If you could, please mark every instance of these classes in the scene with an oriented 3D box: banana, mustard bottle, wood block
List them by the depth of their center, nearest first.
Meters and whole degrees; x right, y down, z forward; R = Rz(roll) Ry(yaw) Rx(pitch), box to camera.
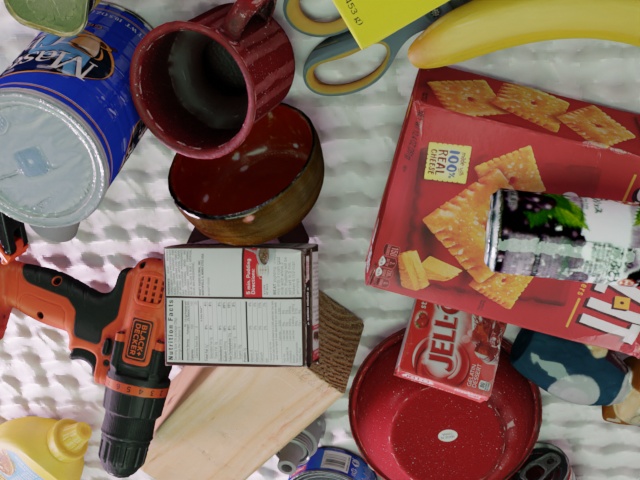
[{"bbox_3d":[0.156,-0.133,0.674,0.198,0.037,0.070,5,121,1],"label":"banana"},{"bbox_3d":[-0.065,0.129,0.903,0.090,0.090,0.206,35,126,-12],"label":"wood block"},{"bbox_3d":[-0.290,0.222,1.049,0.192,0.058,0.096,-32,111,32],"label":"mustard bottle"}]

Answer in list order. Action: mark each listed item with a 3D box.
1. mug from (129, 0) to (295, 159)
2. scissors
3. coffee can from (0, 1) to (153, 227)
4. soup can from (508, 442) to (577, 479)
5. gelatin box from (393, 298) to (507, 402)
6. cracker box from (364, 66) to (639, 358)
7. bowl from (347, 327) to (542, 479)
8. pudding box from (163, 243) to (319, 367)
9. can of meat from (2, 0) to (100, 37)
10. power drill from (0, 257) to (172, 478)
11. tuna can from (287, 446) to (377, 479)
[{"bbox_3d":[-0.063,-0.121,0.715,0.093,0.081,0.117,35,125,6],"label":"mug"},{"bbox_3d":[0.059,-0.164,0.703,0.202,0.016,0.096,-29,114,30],"label":"scissors"},{"bbox_3d":[-0.172,-0.090,0.737,0.103,0.140,0.103,7,127,9],"label":"coffee can"},{"bbox_3d":[0.199,0.235,0.928,0.069,0.068,0.102,-15,121,24],"label":"soup can"},{"bbox_3d":[0.103,0.072,0.820,0.073,0.089,0.030,17,163,2],"label":"gelatin box"},{"bbox_3d":[0.151,-0.018,0.751,0.213,0.072,0.164,15,128,2],"label":"cracker box"},{"bbox_3d":[0.101,0.149,0.863,0.162,0.055,0.162,1,105,4],"label":"bowl"},{"bbox_3d":[-0.058,0.047,0.783,0.114,0.039,0.090,0,92,16],"label":"pudding box"},{"bbox_3d":[-0.160,-0.197,0.690,0.057,0.084,0.102,17,128,2],"label":"can of meat"},{"bbox_3d":[-0.212,0.090,0.889,0.188,0.057,0.184,13,90,6],"label":"power drill"},{"bbox_3d":[0.010,0.233,0.996,0.086,0.033,0.086,7,127,9],"label":"tuna can"}]
